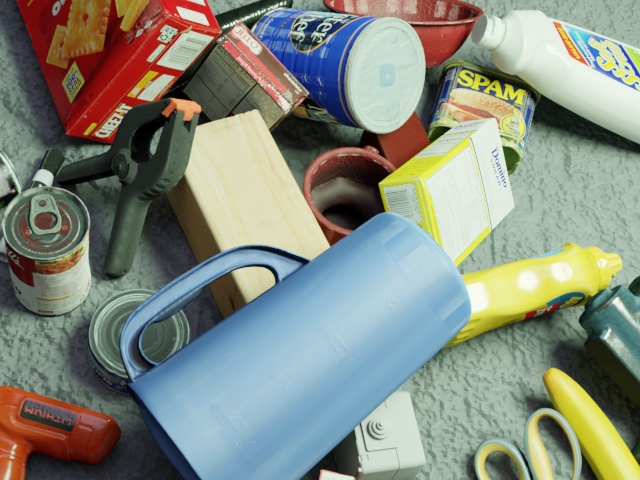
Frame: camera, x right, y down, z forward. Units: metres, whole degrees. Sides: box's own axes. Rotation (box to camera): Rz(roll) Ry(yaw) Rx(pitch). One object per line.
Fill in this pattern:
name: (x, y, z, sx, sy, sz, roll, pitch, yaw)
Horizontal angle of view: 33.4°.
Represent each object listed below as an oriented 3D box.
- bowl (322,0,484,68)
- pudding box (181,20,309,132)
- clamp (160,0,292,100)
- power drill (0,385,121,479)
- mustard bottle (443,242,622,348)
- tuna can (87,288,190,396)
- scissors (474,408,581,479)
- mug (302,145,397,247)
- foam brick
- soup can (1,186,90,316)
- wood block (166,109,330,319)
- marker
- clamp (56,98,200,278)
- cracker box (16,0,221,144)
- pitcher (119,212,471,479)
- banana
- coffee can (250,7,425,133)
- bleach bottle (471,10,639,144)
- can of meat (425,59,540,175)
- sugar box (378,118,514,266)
bowl: (0.081, -0.210, 1.073, 0.162, 0.055, 0.162, 3, 22, -2)
pudding box: (-0.071, -0.137, 0.979, 0.090, 0.114, 0.039, 47, 60, -5)
clamp: (-0.126, -0.206, 1.068, 0.164, 0.036, 0.210, 17, 60, -2)
power drill: (-0.214, 0.212, 0.787, 0.184, 0.057, 0.187, 18, 58, 0)
mustard bottle: (0.182, 0.042, 0.939, 0.191, 0.096, 0.058, -15, 77, -19)
tuna can: (-0.151, 0.084, 0.890, 0.086, 0.034, 0.086, 5, 59, -8)
scissors: (0.180, 0.238, 0.862, 0.096, 0.016, 0.202, -10, 78, 19)
mug: (0.027, -0.033, 0.965, 0.093, 0.082, 0.117, 17, 58, 0)
foam brick: (0.075, -0.077, 1.017, 0.051, 0.053, 0.078, -13, 62, -17)
soup can: (-0.224, 0.011, 0.880, 0.068, 0.102, 0.068, 5, 59, -8)
wood block: (-0.057, 0.001, 0.924, 0.090, 0.091, 0.206, -19, 65, -19)
marker: (-0.257, -0.034, 0.951, 0.020, 0.020, 0.121, 17, 57, 0)
clamp: (-0.167, -0.065, 0.919, 0.120, 0.172, 0.039, 46, 25, 21)
cracker box: (-0.200, -0.223, 0.988, 0.071, 0.164, 0.214, 6, 51, -50)
pitcher: (-0.017, 0.079, 0.779, 0.242, 0.149, 0.145, -37, 44, -15)
banana: (0.245, 0.194, 0.881, 0.037, 0.069, 0.198, -33, 57, 14)
coffee can: (0.011, -0.160, 0.991, 0.141, 0.103, 0.102, 17, 49, 42)
bleach bottle: (0.261, -0.162, 1.051, 0.250, 0.068, 0.102, 16, 51, -23)
can of meat: (0.158, -0.120, 1.058, 0.102, 0.057, 0.084, 19, 60, 1)
sugar box: (0.116, -0.039, 0.946, 0.048, 0.093, 0.176, -5, 18, 30)
